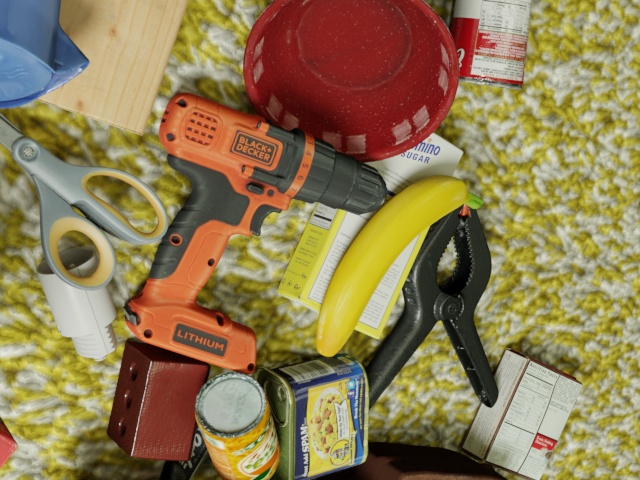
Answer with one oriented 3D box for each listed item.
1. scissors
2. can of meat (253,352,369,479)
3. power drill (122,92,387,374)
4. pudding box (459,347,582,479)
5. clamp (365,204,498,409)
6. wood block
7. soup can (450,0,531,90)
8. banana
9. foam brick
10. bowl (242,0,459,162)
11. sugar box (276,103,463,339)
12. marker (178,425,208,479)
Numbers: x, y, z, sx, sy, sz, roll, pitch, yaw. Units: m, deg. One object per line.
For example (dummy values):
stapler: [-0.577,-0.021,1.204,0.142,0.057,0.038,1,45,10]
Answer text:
scissors: [-0.198,-0.038,0.714,0.201,0.016,0.096,28,79,-20]
can of meat: [-0.007,0.149,0.894,0.083,0.058,0.102,-9,108,-33]
power drill: [-0.055,0.001,0.806,0.184,0.057,0.187,20,90,-18]
pudding box: [0.198,0.172,1.044,0.089,0.039,0.113,26,86,-34]
clamp: [0.115,0.062,0.961,0.164,0.036,0.210,10,97,-34]
wood block: [-0.138,-0.184,0.699,0.090,0.091,0.206,17,93,-35]
soup can: [0.144,-0.182,0.896,0.068,0.069,0.102,2,101,-33]
banana: [0.059,0.007,0.853,0.197,0.037,0.069,-42,117,-18]
foam brick: [-0.124,0.122,0.813,0.051,0.053,0.078,8,97,-34]
bowl: [0.024,-0.138,0.809,0.162,0.055,0.162,3,130,4]
sugar box: [0.042,-0.017,0.889,0.093,0.048,0.176,28,84,-34]
marker: [-0.103,0.173,0.860,0.020,0.020,0.121,35,83,-34]
